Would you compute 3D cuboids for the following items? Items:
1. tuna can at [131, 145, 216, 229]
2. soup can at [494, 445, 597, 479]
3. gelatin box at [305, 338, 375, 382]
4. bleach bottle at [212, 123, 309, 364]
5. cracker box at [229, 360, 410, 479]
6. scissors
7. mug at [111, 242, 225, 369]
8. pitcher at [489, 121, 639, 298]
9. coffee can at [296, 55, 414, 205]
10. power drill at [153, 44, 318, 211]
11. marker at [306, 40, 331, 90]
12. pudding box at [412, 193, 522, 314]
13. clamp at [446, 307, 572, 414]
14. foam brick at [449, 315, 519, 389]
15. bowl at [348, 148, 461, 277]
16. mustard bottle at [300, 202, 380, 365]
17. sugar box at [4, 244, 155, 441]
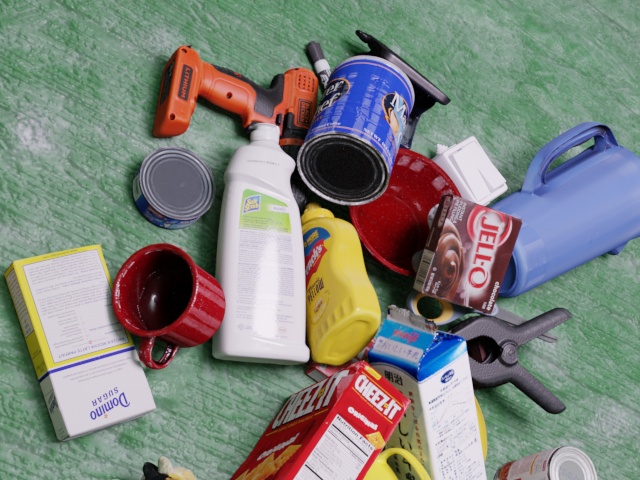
[{"bbox_3d":[-0.158,-0.056,1.146,0.086,0.034,0.086,11,65,-24],"label":"tuna can"},{"bbox_3d":[0.249,0.269,1.183,0.068,0.102,0.068,11,65,-24],"label":"soup can"},{"bbox_3d":[0.037,0.137,1.170,0.089,0.030,0.073,37,57,-10],"label":"gelatin box"},{"bbox_3d":[-0.057,0.001,1.126,0.102,0.068,0.251,7,78,-20],"label":"bleach bottle"},{"bbox_3d":[-0.028,0.226,1.017,0.072,0.164,0.213,43,56,-8],"label":"cracker box"},{"bbox_3d":[0.176,0.089,1.210,0.201,0.016,0.096,39,66,-10],"label":"scissors"},{"bbox_3d":[-0.147,0.070,1.048,0.093,0.081,0.117,7,74,23],"label":"mug"},{"bbox_3d":[0.291,-0.032,1.315,0.242,0.145,0.149,-25,73,-31],"label":"pitcher"},{"bbox_3d":[0.041,-0.123,1.183,0.102,0.103,0.140,32,46,-13],"label":"coffee can"},{"bbox_3d":[-0.090,-0.130,1.202,0.187,0.057,0.184,16,63,-24],"label":"power drill"},{"bbox_3d":[0.011,-0.189,1.301,0.020,0.020,0.121,-16,78,-32],"label":"marker"},{"bbox_3d":[0.161,0.015,1.170,0.090,0.039,0.113,17,95,-18],"label":"pudding box"},{"bbox_3d":[0.209,0.136,1.191,0.171,0.039,0.120,0,77,-18],"label":"clamp"},{"bbox_3d":[0.191,0.130,1.242,0.051,0.053,0.078,-2,69,-29],"label":"foam brick"},{"bbox_3d":[0.092,-0.025,1.252,0.161,0.055,0.162,11,65,-24],"label":"bowl"},{"bbox_3d":[0.010,0.033,1.153,0.058,0.096,0.191,11,44,-27],"label":"mustard bottle"},{"bbox_3d":[-0.234,0.097,1.034,0.093,0.048,0.176,-13,79,-33],"label":"sugar box"}]
